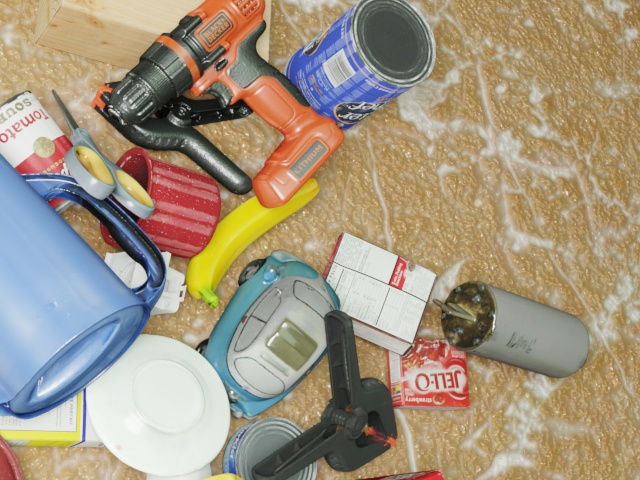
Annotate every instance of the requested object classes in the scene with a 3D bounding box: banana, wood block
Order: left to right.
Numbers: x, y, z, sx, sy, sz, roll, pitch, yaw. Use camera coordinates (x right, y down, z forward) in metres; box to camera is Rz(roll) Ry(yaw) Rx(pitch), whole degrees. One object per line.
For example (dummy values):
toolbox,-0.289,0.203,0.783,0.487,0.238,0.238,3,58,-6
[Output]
wood block,-0.159,-0.218,1.032,0.205,0.090,0.091,12,70,-28
banana,-0.075,-0.001,1.034,0.197,0.070,0.037,-52,145,-38

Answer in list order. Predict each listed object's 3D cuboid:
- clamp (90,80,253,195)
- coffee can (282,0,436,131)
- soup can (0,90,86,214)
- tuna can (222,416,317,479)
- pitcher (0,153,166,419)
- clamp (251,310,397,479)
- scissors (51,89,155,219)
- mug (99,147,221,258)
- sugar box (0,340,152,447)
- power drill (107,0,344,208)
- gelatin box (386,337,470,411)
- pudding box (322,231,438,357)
clamp,-0.135,-0.121,1.045,0.171,0.039,0.120,26,41,-18
coffee can,0.038,-0.182,1.109,0.102,0.141,0.103,10,70,-29
soup can,-0.252,-0.073,0.944,0.068,0.069,0.102,-41,97,-33
tuna can,-0.048,0.210,1.002,0.086,0.034,0.086,9,71,-29
pitcher,-0.251,0.007,0.854,0.243,0.145,0.149,48,19,12
clamp,0.015,0.173,0.991,0.164,0.036,0.209,-59,147,-13
scissors,-0.193,-0.075,0.937,0.096,0.202,0.016,37,100,-27
mug,-0.150,-0.038,0.990,0.081,0.093,0.117,16,28,-36
sugar box,-0.232,0.128,0.910,0.175,0.048,0.093,9,69,-32
power drill,-0.079,-0.121,0.981,0.184,0.057,0.187,-47,112,-19
gelatin box,0.114,0.141,1.124,0.089,0.030,0.073,7,72,-29
pudding box,0.055,0.054,1.094,0.113,0.039,0.090,24,64,-1
